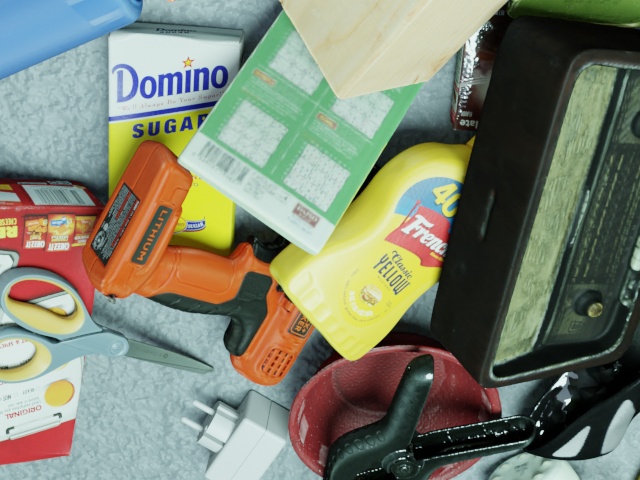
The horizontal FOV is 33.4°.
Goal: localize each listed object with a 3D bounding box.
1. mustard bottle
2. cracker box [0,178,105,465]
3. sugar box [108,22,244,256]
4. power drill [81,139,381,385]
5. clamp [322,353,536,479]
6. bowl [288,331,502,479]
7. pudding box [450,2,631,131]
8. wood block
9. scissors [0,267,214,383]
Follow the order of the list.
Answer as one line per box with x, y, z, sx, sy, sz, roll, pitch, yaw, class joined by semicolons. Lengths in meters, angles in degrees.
0.064;-0.010;0.727;0.191;0.058;0.096;-41;124;-1;mustard bottle
-0.257;0.061;0.780;0.163;0.072;0.214;-1;115;-33;cracker box
-0.105;-0.065;0.770;0.093;0.048;0.176;3;114;-1;sugar box
-0.055;0.001;0.744;0.187;0.057;0.184;25;97;-35;power drill
0.071;0.155;0.785;0.120;0.039;0.172;29;128;-18;clamp
0.055;0.122;0.819;0.162;0.055;0.162;-1;128;-2;bowl
0.150;-0.119;0.735;0.113;0.039;0.090;5;114;2;pudding box
0.074;-0.184;0.629;0.206;0.090;0.090;-43;72;46;wood block
-0.172;0.089;0.794;0.096;0.016;0.201;-48;132;-1;scissors
